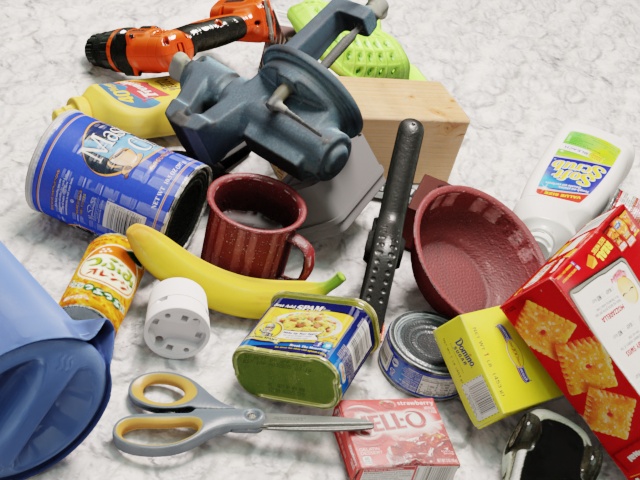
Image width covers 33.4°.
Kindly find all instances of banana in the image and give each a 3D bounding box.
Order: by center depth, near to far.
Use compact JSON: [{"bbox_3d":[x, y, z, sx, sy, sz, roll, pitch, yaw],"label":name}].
[{"bbox_3d":[-0.081,0.034,0.946,0.197,0.070,0.037,12,23,-16],"label":"banana"}]

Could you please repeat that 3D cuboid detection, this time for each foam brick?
[{"bbox_3d":[0.117,-0.024,1.122,0.053,0.051,0.078,22,36,7],"label":"foam brick"}]

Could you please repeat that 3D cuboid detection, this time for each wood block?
[{"bbox_3d":[0.047,-0.124,1.196,0.205,0.091,0.090,-1,39,-23],"label":"wood block"}]

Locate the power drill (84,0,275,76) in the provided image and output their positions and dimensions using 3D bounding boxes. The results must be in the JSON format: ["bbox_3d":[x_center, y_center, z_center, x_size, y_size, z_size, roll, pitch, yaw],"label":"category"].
[{"bbox_3d":[-0.160,-0.236,1.239,0.187,0.057,0.185,-28,27,-36],"label":"power drill"}]

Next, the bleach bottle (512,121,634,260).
[{"bbox_3d":[0.283,-0.048,1.212,0.103,0.068,0.250,24,38,12],"label":"bleach bottle"}]

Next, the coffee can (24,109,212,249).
[{"bbox_3d":[-0.186,-0.049,0.990,0.140,0.103,0.102,23,36,9],"label":"coffee can"}]

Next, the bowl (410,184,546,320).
[{"bbox_3d":[0.143,0.028,1.031,0.161,0.055,0.162,18,52,-25],"label":"bowl"}]

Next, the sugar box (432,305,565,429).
[{"bbox_3d":[0.189,0.099,0.948,0.175,0.048,0.093,-11,72,-38],"label":"sugar box"}]

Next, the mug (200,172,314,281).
[{"bbox_3d":[-0.057,0.001,0.992,0.117,0.082,0.093,29,37,17],"label":"mug"}]

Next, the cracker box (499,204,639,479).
[{"bbox_3d":[0.274,0.096,0.934,0.214,0.072,0.163,54,44,1],"label":"cracker box"}]

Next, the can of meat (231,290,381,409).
[{"bbox_3d":[-0.012,0.091,0.892,0.102,0.057,0.083,5,32,25],"label":"can of meat"}]

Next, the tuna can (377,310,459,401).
[{"bbox_3d":[0.097,0.102,0.959,0.086,0.034,0.086,11,36,-8],"label":"tuna can"}]

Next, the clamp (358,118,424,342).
[{"bbox_3d":[0.060,0.010,1.014,0.036,0.165,0.210,12,59,1],"label":"clamp"}]

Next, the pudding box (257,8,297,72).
[{"bbox_3d":[-0.042,-0.211,1.278,0.039,0.090,0.113,6,36,-17],"label":"pudding box"}]

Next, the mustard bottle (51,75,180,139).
[{"bbox_3d":[-0.196,-0.142,1.149,0.191,0.058,0.096,-13,36,-34],"label":"mustard bottle"}]

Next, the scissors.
[{"bbox_3d":[-0.067,0.132,0.851,0.201,0.016,0.096,-6,36,-18],"label":"scissors"}]

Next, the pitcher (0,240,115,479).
[{"bbox_3d":[-0.278,0.064,0.796,0.148,0.145,0.243,-3,35,-44],"label":"pitcher"}]

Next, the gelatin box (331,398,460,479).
[{"bbox_3d":[0.059,0.163,0.865,0.089,0.030,0.073,3,38,-19],"label":"gelatin box"}]
